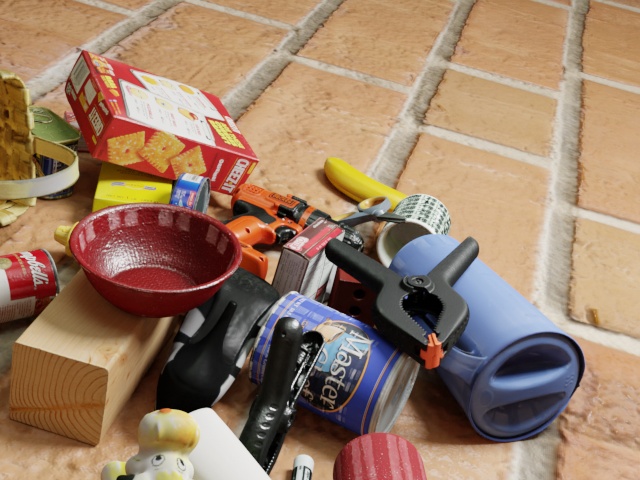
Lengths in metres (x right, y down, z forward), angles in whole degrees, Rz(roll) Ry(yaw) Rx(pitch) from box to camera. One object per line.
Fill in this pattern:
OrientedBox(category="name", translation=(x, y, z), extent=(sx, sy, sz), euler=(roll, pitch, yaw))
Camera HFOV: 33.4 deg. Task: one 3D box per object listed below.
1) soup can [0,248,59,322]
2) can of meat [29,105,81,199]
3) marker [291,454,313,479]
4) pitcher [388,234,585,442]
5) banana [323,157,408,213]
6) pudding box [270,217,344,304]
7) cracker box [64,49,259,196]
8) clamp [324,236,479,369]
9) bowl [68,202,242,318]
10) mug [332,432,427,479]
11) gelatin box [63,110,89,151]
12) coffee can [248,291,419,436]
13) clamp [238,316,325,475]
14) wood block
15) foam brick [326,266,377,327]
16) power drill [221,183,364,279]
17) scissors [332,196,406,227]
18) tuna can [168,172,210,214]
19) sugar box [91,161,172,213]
OrientedBox(category="soup can", translation=(-0.325, 0.049, 1.080), extent=(0.102, 0.068, 0.069), euler=(-10, 36, -34))
OrientedBox(category="can of meat", translation=(-0.348, -0.110, 1.335), extent=(0.057, 0.084, 0.102), euler=(-18, 41, -43))
OrientedBox(category="marker", translation=(-0.020, 0.232, 0.929), extent=(0.020, 0.020, 0.121), euler=(12, 29, -2))
OrientedBox(category="pitcher", translation=(0.155, 0.089, 1.141), extent=(0.145, 0.149, 0.243), euler=(-26, 36, -9))
OrientedBox(category="banana", translation=(0.068, -0.076, 1.493), extent=(0.069, 0.037, 0.198), euler=(-18, 41, -42))
OrientedBox(category="pudding box", translation=(-0.021, 0.041, 1.171), extent=(0.039, 0.114, 0.089), euler=(26, 31, 17))
OrientedBox(category="cracker box", translation=(-0.206, -0.147, 1.365), extent=(0.213, 0.072, 0.164), euler=(15, 29, -38))
OrientedBox(category="clamp", translation=(0.103, 0.051, 1.060), extent=(0.164, 0.036, 0.210), euler=(-5, 31, -10))
OrientedBox(category="bowl", translation=(-0.157, 0.025, 1.010), extent=(0.162, 0.055, 0.162), euler=(7, 29, -4))
OrientedBox(category="mug", translation=(0.061, 0.226, 0.916), extent=(0.117, 0.093, 0.081), euler=(39, 18, -18))
OrientedBox(category="gelatin box", translation=(-0.309, -0.151, 1.480), extent=(0.089, 0.030, 0.073), euler=(1, 31, -20))
OrientedBox(category="coffee can", translation=(0.015, 0.123, 1.049), extent=(0.140, 0.103, 0.102), euler=(23, 30, 18))
OrientedBox(category="clamp", translation=(-0.042, 0.144, 0.931), extent=(0.039, 0.171, 0.120), euler=(15, -16, 19))
OrientedBox(category="wood block", translation=(-0.209, 0.091, 1.030), extent=(0.091, 0.090, 0.206), euler=(16, 29, 6))
OrientedBox(category="foam brick", translation=(0.038, 0.066, 1.187), extent=(0.053, 0.078, 0.051), euler=(11, 27, -5))
OrientedBox(category="power drill", translation=(-0.058, 0.002, 1.288), extent=(0.185, 0.057, 0.187), euler=(21, 27, 19))
OrientedBox(category="scissors", translation=(0.055, -0.025, 1.332), extent=(0.096, 0.016, 0.202), euler=(-23, 10, 4))
OrientedBox(category="tuna can", translation=(-0.160, -0.037, 1.282), extent=(0.034, 0.086, 0.086), euler=(13, 29, 3))
OrientedBox(category="sugar box", translation=(-0.235, -0.071, 1.354), extent=(0.093, 0.048, 0.176), euler=(8, 30, -10))
